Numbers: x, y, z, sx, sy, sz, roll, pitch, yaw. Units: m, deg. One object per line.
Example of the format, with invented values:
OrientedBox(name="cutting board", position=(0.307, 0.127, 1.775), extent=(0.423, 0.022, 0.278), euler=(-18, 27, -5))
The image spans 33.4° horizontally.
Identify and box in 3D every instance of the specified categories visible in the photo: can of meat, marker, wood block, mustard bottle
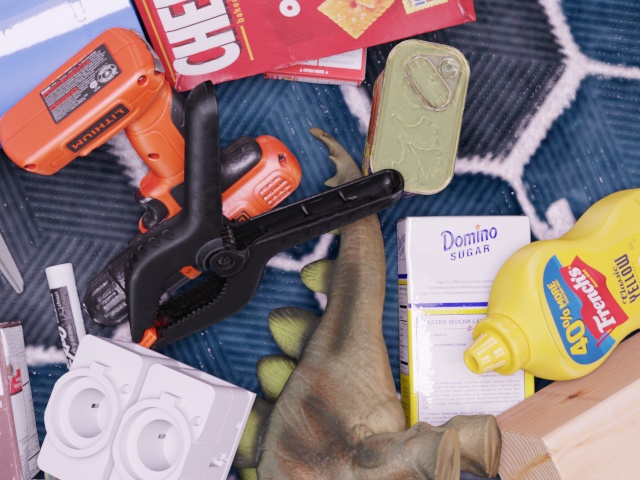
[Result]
OrientedBox(name="can of meat", position=(0.064, -0.082, 0.753), extent=(0.057, 0.084, 0.102), euler=(9, 88, -4))
OrientedBox(name="marker", position=(-0.175, 0.077, 0.763), extent=(0.020, 0.020, 0.121), euler=(-12, 89, -5))
OrientedBox(name="wood block", position=(0.227, 0.122, 0.732), extent=(0.205, 0.091, 0.090), euler=(-26, 94, -18))
OrientedBox(name="mustard bottle", position=(0.172, 0.041, 0.736), extent=(0.191, 0.058, 0.096), euler=(-27, 100, -28))

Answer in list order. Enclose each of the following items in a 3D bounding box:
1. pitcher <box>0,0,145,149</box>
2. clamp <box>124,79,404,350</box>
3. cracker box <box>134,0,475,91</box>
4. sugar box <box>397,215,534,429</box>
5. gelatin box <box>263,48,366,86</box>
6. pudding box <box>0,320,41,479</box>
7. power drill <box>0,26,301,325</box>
OrientedBox(name="pitcher", position=(-0.241, -0.124, 0.697), extent=(0.242, 0.145, 0.149), euler=(-24, 56, -10))
OrientedBox(name="clamp", position=(-0.055, 0.001, 0.696), extent=(0.164, 0.036, 0.210), euler=(16, 127, -31))
OrientedBox(name="cracker box", position=(-0.018, -0.195, 0.678), extent=(0.214, 0.164, 0.072), euler=(-13, 46, 4))
OrientedBox(name="sugar box", position=(0.104, 0.071, 0.772), extent=(0.093, 0.048, 0.176), euler=(0, 85, -7))
OrientedBox(name="gelatin box", position=(-0.002, -0.161, 0.778), extent=(0.073, 0.030, 0.089), euler=(5, 88, -3))
OrientedBox(name="pudding box", position=(-0.220, 0.112, 0.724), extent=(0.039, 0.090, 0.113), euler=(-8, 88, -8))
OrientedBox(name="power drill", position=(-0.121, -0.036, 0.701), extent=(0.184, 0.187, 0.057), euler=(-40, 52, 2))
